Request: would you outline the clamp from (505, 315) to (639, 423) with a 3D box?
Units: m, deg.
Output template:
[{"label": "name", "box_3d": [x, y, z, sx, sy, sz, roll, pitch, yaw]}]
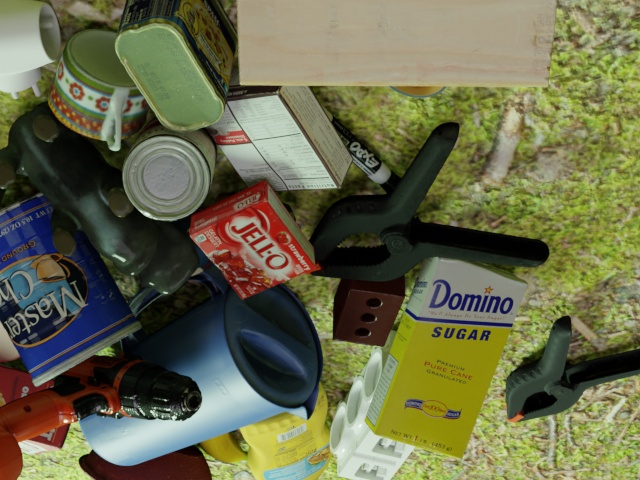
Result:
[{"label": "clamp", "box_3d": [0.253, 0.139, 1.082, 0.120, 0.039, 0.172, 20, 140, -10]}]

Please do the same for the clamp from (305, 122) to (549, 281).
[{"label": "clamp", "box_3d": [0.067, -0.018, 0.900, 0.210, 0.036, 0.164, -13, 131, 28]}]

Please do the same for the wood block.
[{"label": "wood block", "box_3d": [0.051, -0.161, 0.729, 0.206, 0.090, 0.090, 1, 119, 3]}]

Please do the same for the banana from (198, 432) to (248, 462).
[{"label": "banana", "box_3d": [-0.105, 0.191, 1.165, 0.069, 0.037, 0.198, -19, 142, -17]}]

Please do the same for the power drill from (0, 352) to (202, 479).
[{"label": "power drill", "box_3d": [-0.218, 0.153, 0.922, 0.185, 0.187, 0.057, 0, 105, 45]}]

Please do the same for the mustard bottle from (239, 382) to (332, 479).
[{"label": "mustard bottle", "box_3d": [-0.034, 0.224, 1.169, 0.096, 0.058, 0.191, -23, 139, -13]}]

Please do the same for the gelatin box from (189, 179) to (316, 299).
[{"label": "gelatin box", "box_3d": [-0.056, 0.001, 0.890, 0.073, 0.030, 0.089, -24, 129, 15]}]

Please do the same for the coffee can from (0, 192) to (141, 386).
[{"label": "coffee can", "box_3d": [-0.232, 0.039, 0.916, 0.103, 0.102, 0.140, -29, 91, 29]}]

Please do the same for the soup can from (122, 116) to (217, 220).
[{"label": "soup can", "box_3d": [-0.117, -0.059, 0.837, 0.068, 0.102, 0.068, -1, 106, -3]}]

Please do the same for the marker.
[{"label": "marker", "box_3d": [0.033, -0.071, 0.889, 0.020, 0.020, 0.121, -30, 127, 30]}]

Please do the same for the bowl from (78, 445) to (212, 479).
[{"label": "bowl", "box_3d": [-0.181, 0.245, 1.174, 0.162, 0.055, 0.162, 22, 178, 0]}]

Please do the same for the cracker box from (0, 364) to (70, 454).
[{"label": "cracker box", "box_3d": [-0.364, 0.155, 1.069, 0.213, 0.072, 0.164, 21, 162, -17]}]

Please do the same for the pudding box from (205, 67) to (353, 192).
[{"label": "pudding box", "box_3d": [-0.038, -0.087, 0.847, 0.090, 0.039, 0.113, -2, 141, 32]}]

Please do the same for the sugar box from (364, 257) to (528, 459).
[{"label": "sugar box", "box_3d": [0.115, 0.103, 0.980, 0.093, 0.048, 0.176, 17, 98, -15]}]

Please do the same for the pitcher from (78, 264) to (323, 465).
[{"label": "pitcher", "box_3d": [-0.131, 0.127, 1.042, 0.243, 0.149, 0.144, -28, 149, 33]}]

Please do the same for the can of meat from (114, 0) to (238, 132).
[{"label": "can of meat", "box_3d": [-0.103, -0.142, 0.776, 0.057, 0.084, 0.102, -15, 134, 18]}]

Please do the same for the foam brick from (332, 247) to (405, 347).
[{"label": "foam brick", "box_3d": [0.044, 0.054, 0.996, 0.053, 0.051, 0.078, 9, 136, -7]}]
